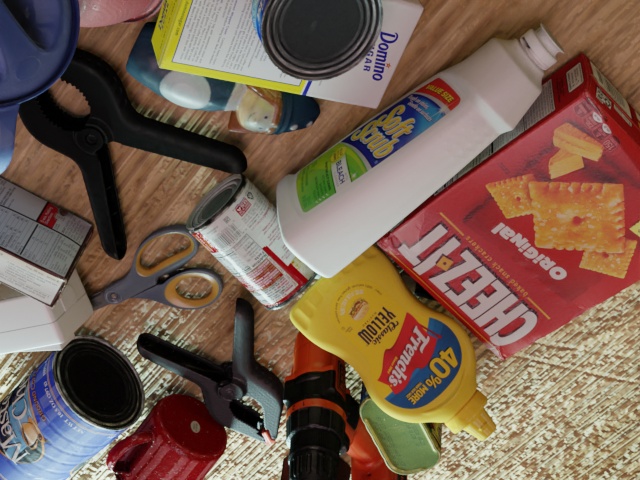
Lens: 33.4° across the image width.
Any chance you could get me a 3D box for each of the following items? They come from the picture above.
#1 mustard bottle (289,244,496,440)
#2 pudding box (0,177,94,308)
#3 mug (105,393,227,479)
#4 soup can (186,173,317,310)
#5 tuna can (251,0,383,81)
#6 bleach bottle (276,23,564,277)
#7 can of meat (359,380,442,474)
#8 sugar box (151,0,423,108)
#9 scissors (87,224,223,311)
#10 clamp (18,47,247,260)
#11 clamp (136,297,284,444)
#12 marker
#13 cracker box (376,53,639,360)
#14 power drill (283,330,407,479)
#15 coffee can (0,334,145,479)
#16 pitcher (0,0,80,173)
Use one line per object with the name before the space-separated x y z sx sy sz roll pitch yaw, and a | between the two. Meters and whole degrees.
mustard bottle | 0.072 0.095 0.895 0.191 0.058 0.096 44 89 5
pudding box | -0.262 -0.003 0.920 0.113 0.090 0.039 27 123 -10
mug | -0.153 0.203 1.037 0.117 0.093 0.082 10 128 -42
soup can | -0.056 0.001 0.905 0.069 0.068 0.102 -33 113 26
tuna can | -0.003 -0.154 0.726 0.086 0.034 0.086 -10 130 -13
bleach bottle | 0.076 -0.079 0.825 0.251 0.102 0.068 -39 120 21
can of meat | 0.075 0.150 0.977 0.057 0.084 0.102 -18 119 19
sugar box | -0.024 -0.157 0.772 0.176 0.048 0.093 6 128 -27
scissors | -0.171 0.057 0.992 0.096 0.016 0.202 41 120 -18
clamp | -0.187 -0.083 0.887 0.210 0.036 0.165 41 120 -16
clamp | -0.079 0.125 1.011 0.120 0.039 0.171 -25 123 28
marker | 0.052 0.035 0.941 0.121 0.020 0.020 11 125 2
cracker box | 0.177 -0.018 0.855 0.214 0.072 0.164 -37 111 29
power drill | 0.024 0.192 0.965 0.057 0.184 0.187 -14 130 17
coffee can | -0.251 0.171 1.028 0.102 0.102 0.140 40 120 -18
pitcher | -0.281 -0.128 0.759 0.145 0.149 0.243 41 151 -27
